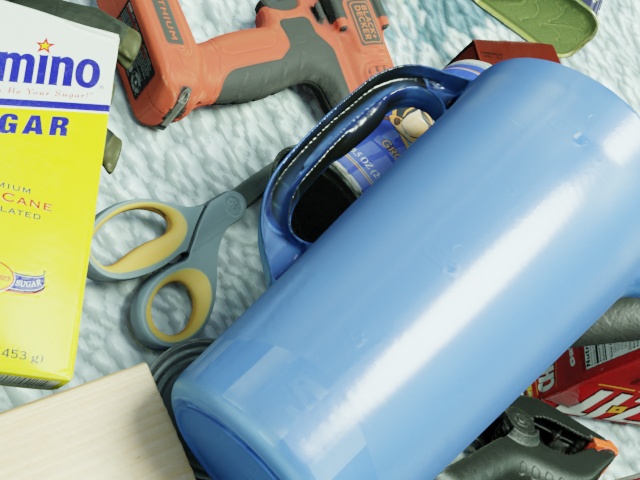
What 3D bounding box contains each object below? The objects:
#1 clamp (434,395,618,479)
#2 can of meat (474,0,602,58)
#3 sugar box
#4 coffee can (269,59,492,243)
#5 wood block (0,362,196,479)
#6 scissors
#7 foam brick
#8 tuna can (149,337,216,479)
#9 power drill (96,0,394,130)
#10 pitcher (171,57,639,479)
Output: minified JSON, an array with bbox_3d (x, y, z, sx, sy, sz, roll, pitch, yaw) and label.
[{"bbox_3d":[0.103,0.113,0.643,0.171,0.039,0.120,13,37,-36],"label":"clamp"},{"bbox_3d":[0.177,-0.208,0.839,0.102,0.058,0.083,33,53,-10],"label":"can of meat"},{"bbox_3d":[-0.151,-0.024,0.492,0.093,0.048,0.176,12,71,-24],"label":"sugar box"},{"bbox_3d":[0.055,-0.037,0.647,0.140,0.103,0.103,-30,83,-29],"label":"coffee can"},{"bbox_3d":[-0.162,0.137,0.464,0.205,0.090,0.091,-18,76,-33],"label":"wood block"},{"bbox_3d":[-0.054,0.001,0.634,0.201,0.016,0.096,-18,89,-43],"label":"scissors"},{"bbox_3d":[0.132,-0.108,0.769,0.078,0.051,0.053,-2,67,-30],"label":"foam brick"},{"bbox_3d":[-0.062,0.098,0.572,0.086,0.034,0.086,12,61,-23],"label":"tuna can"},{"bbox_3d":[-0.044,-0.148,0.688,0.187,0.057,0.184,-11,72,-32],"label":"power drill"},{"bbox_3d":[0.042,0.025,0.508,0.242,0.149,0.145,-41,119,-24],"label":"pitcher"}]
